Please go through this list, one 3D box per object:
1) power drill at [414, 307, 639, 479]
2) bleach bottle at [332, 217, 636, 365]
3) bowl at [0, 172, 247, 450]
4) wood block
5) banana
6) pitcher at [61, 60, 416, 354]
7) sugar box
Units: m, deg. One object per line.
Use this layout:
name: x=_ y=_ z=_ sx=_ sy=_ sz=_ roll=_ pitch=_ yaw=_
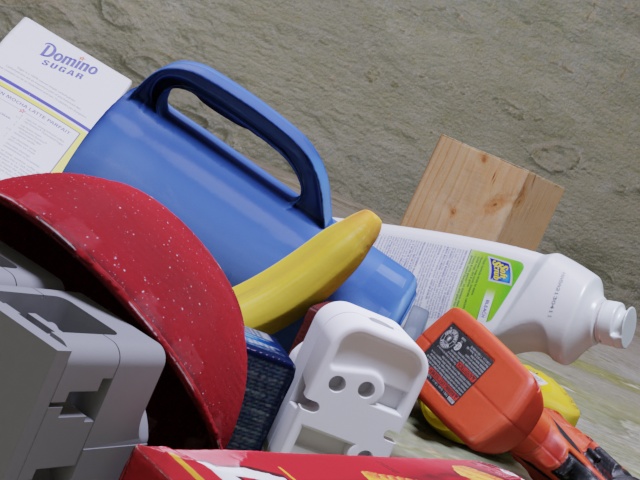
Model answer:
power drill: x=0.140 y=0.132 z=0.641 sx=0.187 sy=0.057 sz=0.185 roll=44 pitch=-1 yaw=-33
bleach bottle: x=0.103 y=0.048 z=0.788 sx=0.251 sy=0.102 sz=0.068 roll=11 pitch=-15 yaw=34
bowl: x=-0.083 y=0.028 z=0.438 sx=0.162 sy=0.055 sz=0.162 roll=32 pitch=-34 yaw=24
wood block: x=0.114 y=0.026 z=0.917 sx=0.090 sy=0.206 sz=0.090 roll=28 pitch=8 yaw=34
banana: x=-0.050 y=0.037 z=0.639 sx=0.197 sy=0.070 sz=0.037 roll=-18 pitch=50 yaw=-22
pitcher: x=-0.055 y=0.001 z=0.731 sx=0.243 sy=0.145 sz=0.149 roll=32 pitch=-20 yaw=3
sugar box: x=-0.210 y=-0.069 z=0.728 sx=0.093 sy=0.048 sz=0.176 roll=31 pitch=46 yaw=-5
